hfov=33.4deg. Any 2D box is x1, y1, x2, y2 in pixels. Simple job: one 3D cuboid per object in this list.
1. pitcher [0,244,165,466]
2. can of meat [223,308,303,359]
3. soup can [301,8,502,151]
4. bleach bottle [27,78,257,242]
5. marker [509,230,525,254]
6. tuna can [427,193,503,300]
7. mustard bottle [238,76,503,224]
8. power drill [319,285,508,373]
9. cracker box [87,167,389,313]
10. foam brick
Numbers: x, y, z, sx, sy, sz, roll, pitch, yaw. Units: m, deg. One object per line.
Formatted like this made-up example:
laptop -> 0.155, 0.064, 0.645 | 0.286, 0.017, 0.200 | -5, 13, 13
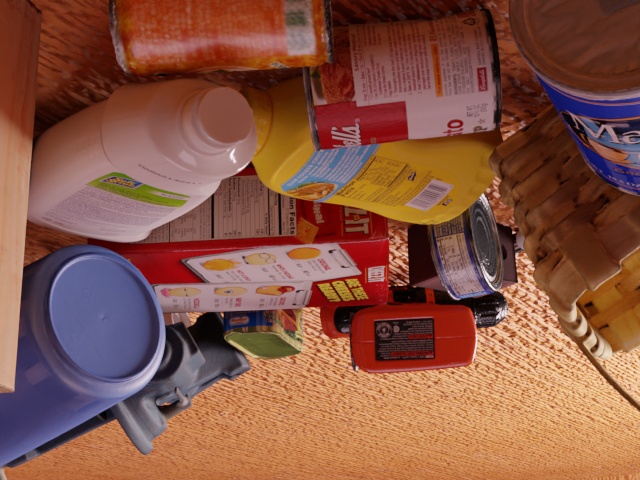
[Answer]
pitcher -> -0.229, 0.096, 0.761 | 0.144, 0.149, 0.243 | 27, 141, -37
can of meat -> -0.051, 0.054, 0.951 | 0.057, 0.084, 0.102 | -7, 159, 16
soup can -> 0.043, -0.088, 0.582 | 0.102, 0.068, 0.068 | -6, 160, 4
bleach bottle -> -0.099, -0.046, 0.617 | 0.102, 0.068, 0.251 | 10, 170, -28
marker -> 0.164, 0.005, 0.927 | 0.020, 0.020, 0.121 | 9, 157, -28
tuna can -> 0.111, 0.001, 0.812 | 0.034, 0.086, 0.086 | -12, 158, 23
mustard bottle -> 0.015, -0.060, 0.674 | 0.191, 0.058, 0.096 | 10, 147, -29
power drill -> 0.092, 0.075, 0.973 | 0.184, 0.057, 0.187 | -5, -177, 0
cracker box -> -0.055, 0.001, 0.824 | 0.213, 0.072, 0.164 | -3, 161, 2
foam brick -> 0.118, 0.013, 0.896 | 0.078, 0.053, 0.051 | 11, 157, -34
